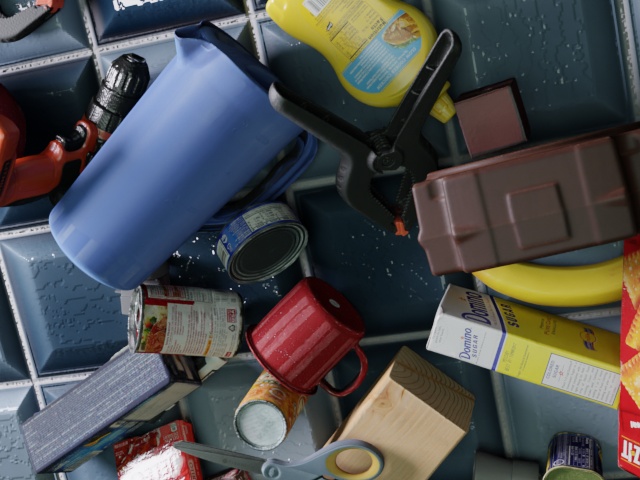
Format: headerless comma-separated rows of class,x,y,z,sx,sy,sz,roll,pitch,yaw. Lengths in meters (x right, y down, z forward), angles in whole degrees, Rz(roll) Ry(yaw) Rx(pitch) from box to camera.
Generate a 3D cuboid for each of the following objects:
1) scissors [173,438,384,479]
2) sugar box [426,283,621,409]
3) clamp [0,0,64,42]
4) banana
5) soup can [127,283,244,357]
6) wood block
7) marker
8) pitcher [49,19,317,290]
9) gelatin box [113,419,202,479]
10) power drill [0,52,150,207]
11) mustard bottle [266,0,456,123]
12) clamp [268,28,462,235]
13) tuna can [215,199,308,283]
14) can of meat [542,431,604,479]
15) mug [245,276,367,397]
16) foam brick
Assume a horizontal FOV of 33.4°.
scissors,-0.028,0.201,0.994,0.201,0.016,0.096,29,106,-4
sugar box,0.191,0.093,0.977,0.176,0.093,0.048,19,108,8
clamp,-0.340,-0.226,1.055,0.171,0.039,0.120,11,109,11
banana,0.238,0.027,0.980,0.198,0.037,0.069,-13,87,17
soup can,-0.132,0.079,1.042,0.102,0.068,0.068,5,109,-19
wood block,0.052,0.218,1.049,0.091,0.090,0.206,36,110,2
marker,-0.144,0.154,1.119,0.121,0.020,0.020,-41,92,20
pitcher,-0.127,-0.066,0.983,0.149,0.145,0.243,45,102,5
gelatin box,-0.171,0.238,1.125,0.089,0.030,0.073,-23,66,19
power drill,-0.247,-0.090,0.991,0.057,0.187,0.185,36,115,23
mustard bottle,0.049,-0.177,0.958,0.191,0.058,0.096,44,107,0
clamp,0.063,-0.087,0.940,0.164,0.036,0.210,-21,135,5
tuna can,-0.057,0.001,1.019,0.086,0.086,0.034,-45,60,20
can of meat,0.237,0.243,1.011,0.057,0.083,0.102,7,106,12
mug,-0.003,0.098,1.029,0.117,0.093,0.082,46,106,10
foam brick,0.153,-0.109,0.941,0.053,0.078,0.051,-17,100,16
